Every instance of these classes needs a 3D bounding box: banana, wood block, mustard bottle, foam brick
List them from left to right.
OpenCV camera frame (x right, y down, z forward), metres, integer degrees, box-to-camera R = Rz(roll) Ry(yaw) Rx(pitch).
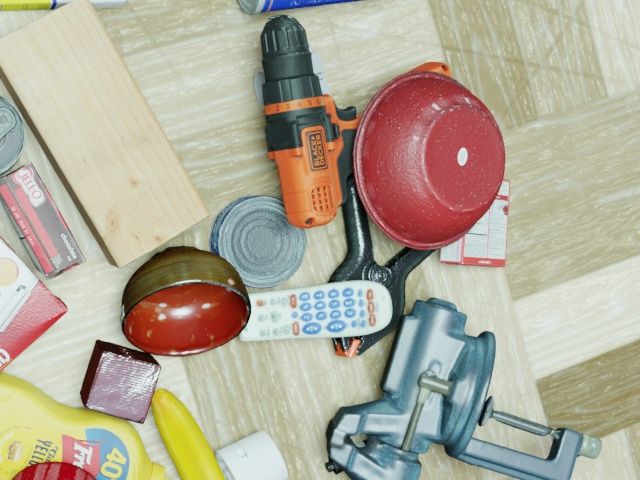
[{"bbox_3d":[-0.210,0.189,0.918,0.191,0.058,0.096,24,94,-17],"label":"mustard bottle"},{"bbox_3d":[-0.188,-0.088,0.903,0.090,0.091,0.206,-31,100,-14],"label":"wood block"},{"bbox_3d":[-0.173,0.120,0.918,0.053,0.078,0.051,19,87,-17],"label":"foam brick"},{"bbox_3d":[-0.102,0.215,0.947,0.037,0.070,0.198,-25,96,-13],"label":"banana"}]

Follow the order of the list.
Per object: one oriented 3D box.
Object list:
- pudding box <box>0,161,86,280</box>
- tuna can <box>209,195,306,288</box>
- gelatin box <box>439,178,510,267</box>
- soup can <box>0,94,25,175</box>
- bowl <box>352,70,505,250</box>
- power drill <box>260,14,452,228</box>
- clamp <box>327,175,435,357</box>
[{"bbox_3d":[-0.232,-0.017,0.878,0.039,0.114,0.090,-29,100,-15],"label":"pudding box"},{"bbox_3d":[-0.056,0.001,0.975,0.086,0.034,0.086,0,91,-17],"label":"tuna can"},{"bbox_3d":[0.148,-0.020,1.024,0.073,0.030,0.089,4,89,-47],"label":"gelatin box"},{"bbox_3d":[-0.277,-0.083,0.869,0.068,0.102,0.068,0,91,-17],"label":"soup can"},{"bbox_3d":[0.109,-0.071,0.937,0.161,0.055,0.162,-1,92,-32],"label":"bowl"},{"bbox_3d":[0.034,-0.114,0.956,0.187,0.057,0.184,-12,98,-31],"label":"power drill"},{"bbox_3d":[0.061,0.031,1.010,0.120,0.039,0.171,14,84,-12],"label":"clamp"}]
